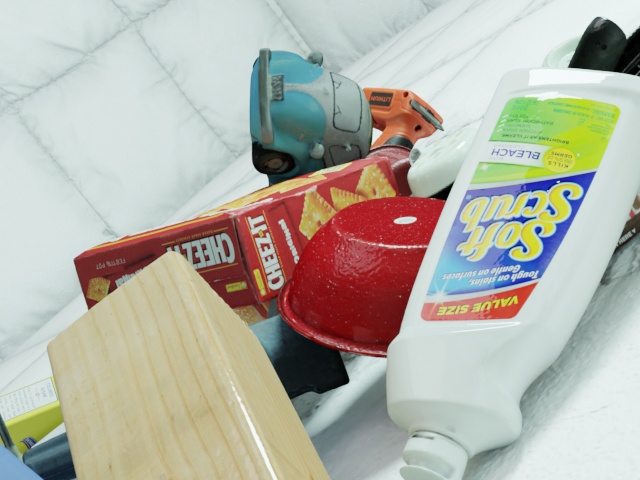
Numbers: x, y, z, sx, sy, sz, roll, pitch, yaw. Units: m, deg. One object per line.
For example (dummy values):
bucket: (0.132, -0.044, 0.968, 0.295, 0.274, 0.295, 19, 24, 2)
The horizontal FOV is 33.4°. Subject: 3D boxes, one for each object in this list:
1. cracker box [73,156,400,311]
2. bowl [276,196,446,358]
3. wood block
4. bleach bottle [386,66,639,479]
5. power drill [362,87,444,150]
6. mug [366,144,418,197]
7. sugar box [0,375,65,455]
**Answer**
cracker box: (-0.055, 0.001, 0.821, 0.164, 0.072, 0.213, -14, 5, 35)
bowl: (0.053, 0.013, 0.661, 0.162, 0.055, 0.162, -1, 21, 0)
wood block: (-0.056, 0.108, 0.514, 0.090, 0.090, 0.206, -37, 37, 2)
bleach bottle: (0.105, 0.018, 0.566, 0.103, 0.068, 0.250, 10, 57, 25)
power drill: (0.032, -0.066, 1.096, 0.185, 0.057, 0.187, 18, 76, 56)
mug: (0.085, -0.038, 0.959, 0.117, 0.093, 0.081, -3, 9, -13)
sugar box: (-0.183, 0.146, 0.862, 0.176, 0.093, 0.048, -20, 37, -11)
